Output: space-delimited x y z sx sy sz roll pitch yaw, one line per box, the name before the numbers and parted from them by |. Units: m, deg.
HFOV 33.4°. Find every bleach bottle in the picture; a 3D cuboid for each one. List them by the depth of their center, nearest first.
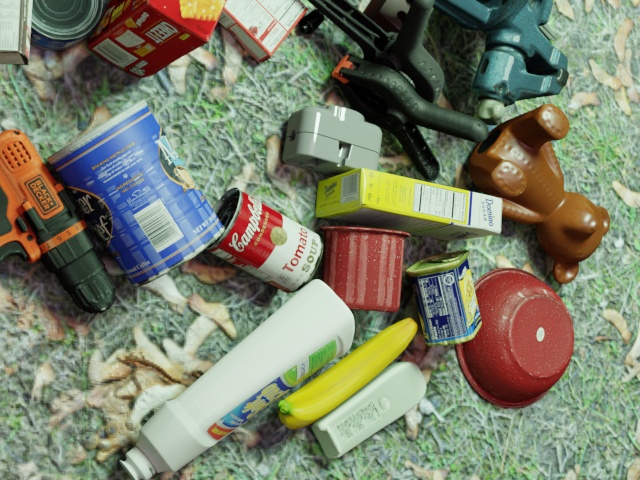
bleach bottle | -0.081 0.143 1.013 0.250 0.103 0.068 -37 71 -20

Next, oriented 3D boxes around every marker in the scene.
marker | 0.019 -0.260 1.146 0.121 0.020 0.020 -46 106 -25

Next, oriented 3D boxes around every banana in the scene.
banana | 0.023 0.141 1.078 0.197 0.070 0.037 -31 82 -37

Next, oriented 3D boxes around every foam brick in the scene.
foam brick | 0.086 -0.253 1.164 0.053 0.051 0.078 37 69 -20

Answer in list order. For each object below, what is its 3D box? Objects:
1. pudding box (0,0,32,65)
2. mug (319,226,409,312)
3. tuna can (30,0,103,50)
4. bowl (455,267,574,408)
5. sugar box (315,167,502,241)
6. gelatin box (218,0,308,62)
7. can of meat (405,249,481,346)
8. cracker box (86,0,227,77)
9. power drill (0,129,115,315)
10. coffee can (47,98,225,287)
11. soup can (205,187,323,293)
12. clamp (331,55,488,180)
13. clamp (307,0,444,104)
pudding box | -0.310 -0.202 0.930 0.113 0.039 0.090 2 84 -3
mug | 0.049 0.031 1.098 0.117 0.093 0.081 9 84 -57
tuna can | -0.246 -0.222 0.989 0.086 0.034 0.086 3 83 -28
bowl | 0.232 0.108 1.202 0.161 0.055 0.162 4 82 -28
sugar box | 0.094 -0.036 1.121 0.176 0.093 0.048 7 81 -29
gelatin box | -0.067 -0.239 1.091 0.089 0.030 0.073 43 65 -18
can of meat | 0.134 0.061 1.132 0.102 0.057 0.084 -26 103 -72
cracker box | -0.120 -0.267 0.989 0.072 0.164 0.213 31 71 -24
power drill | -0.290 0.019 0.927 0.187 0.057 0.184 -35 97 -30
coffee can | -0.167 -0.043 0.973 0.102 0.103 0.140 -37 102 -27
soup can | -0.057 0.001 1.049 0.102 0.069 0.068 30 71 -24
clamp | 0.093 -0.136 1.121 0.171 0.120 0.039 38 54 -16
clamp | 0.066 -0.202 1.114 0.036 0.165 0.210 -56 146 -19
